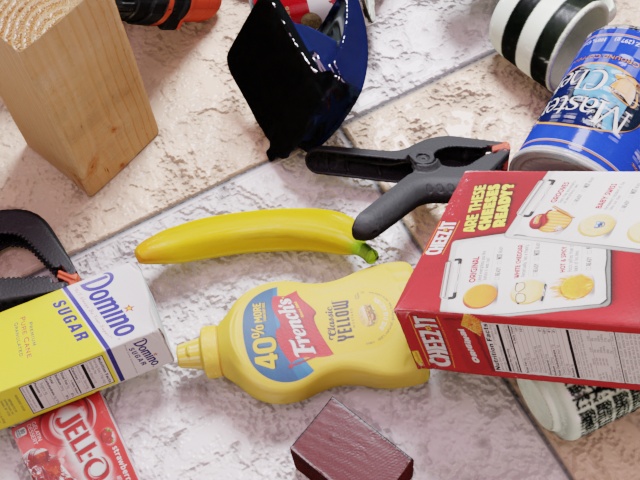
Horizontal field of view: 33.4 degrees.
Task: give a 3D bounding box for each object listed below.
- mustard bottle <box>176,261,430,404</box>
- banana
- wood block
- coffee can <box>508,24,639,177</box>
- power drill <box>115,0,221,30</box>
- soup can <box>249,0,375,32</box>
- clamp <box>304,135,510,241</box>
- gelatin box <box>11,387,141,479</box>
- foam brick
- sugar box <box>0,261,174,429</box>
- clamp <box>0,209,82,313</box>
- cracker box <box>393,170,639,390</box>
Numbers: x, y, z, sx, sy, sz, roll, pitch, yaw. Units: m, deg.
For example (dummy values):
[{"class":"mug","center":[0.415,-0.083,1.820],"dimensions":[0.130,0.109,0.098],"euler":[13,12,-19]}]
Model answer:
[{"class":"mustard bottle","center":[-0.016,0.076,0.825],"dimensions":[0.191,0.058,0.096],"euler":[-9,64,0]},{"class":"banana","center":[-0.049,-0.004,0.869],"dimensions":[0.198,0.069,0.037],"euler":[-2,104,8]},{"class":"wood block","center":[-0.210,-0.140,0.869],"dimensions":[0.091,0.206,0.090],"euler":[36,71,20]},{"class":"coffee can","center":[0.230,-0.090,0.867],"dimensions":[0.103,0.103,0.140],"euler":[27,68,17]},{"class":"power drill","center":[-0.199,-0.249,0.950],"dimensions":[0.188,0.184,0.057],"euler":[35,111,14]},{"class":"soup can","center":[-0.007,-0.218,0.962],"dimensions":[0.102,0.068,0.068],"euler":[-9,62,13]},{"class":"clamp","center":[0.081,-0.047,0.873],"dimensions":[0.171,0.039,0.120],"euler":[-8,44,-8]},{"class":"gelatin box","center":[-0.183,0.166,0.807],"dimensions":[0.073,0.030,0.089],"euler":[-25,64,-9]},{"class":"foam brick","center":[0.024,0.163,0.780],"dimensions":[0.078,0.053,0.051],"euler":[36,70,20]},{"class":"sugar box","center":[-0.210,0.085,0.828],"dimensions":[0.176,0.048,0.093],"euler":[-24,41,-6]},{"class":"clamp","center":[-0.298,0.014,0.891],"dimensions":[0.210,0.036,0.164],"euler":[25,67,16]},{"class":"cracker box","center":[0.183,0.024,0.756],"dimensions":[0.214,0.072,0.164],"euler":[1,40,31]}]
